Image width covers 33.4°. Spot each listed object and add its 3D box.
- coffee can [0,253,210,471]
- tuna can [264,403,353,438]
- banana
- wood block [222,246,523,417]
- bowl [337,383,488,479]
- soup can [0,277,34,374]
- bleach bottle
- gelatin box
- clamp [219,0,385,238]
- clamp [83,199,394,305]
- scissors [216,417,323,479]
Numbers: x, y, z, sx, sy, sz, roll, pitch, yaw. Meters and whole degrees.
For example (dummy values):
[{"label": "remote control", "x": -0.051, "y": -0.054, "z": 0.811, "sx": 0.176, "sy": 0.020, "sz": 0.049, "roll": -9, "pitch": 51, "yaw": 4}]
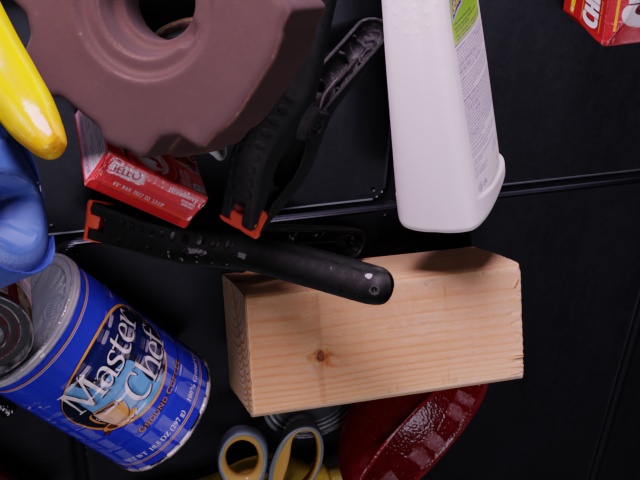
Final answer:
[{"label": "coffee can", "x": -0.162, "y": 0.089, "z": 0.761, "sx": 0.103, "sy": 0.103, "sz": 0.140, "roll": -39, "pitch": 127, "yaw": 11}, {"label": "tuna can", "x": -0.009, "y": 0.120, "z": 0.878, "sx": 0.086, "sy": 0.034, "sz": 0.086, "roll": -9, "pitch": 127, "yaw": -12}, {"label": "banana", "x": -0.193, "y": -0.128, "z": 0.584, "sx": 0.037, "sy": 0.070, "sz": 0.198, "roll": -26, "pitch": 92, "yaw": -14}, {"label": "wood block", "x": 0.038, "y": 0.064, "z": 0.799, "sx": 0.205, "sy": 0.090, "sz": 0.091, "roll": -6, "pitch": 100, "yaw": -14}, {"label": "bowl", "x": 0.066, "y": 0.152, "z": 0.888, "sx": 0.162, "sy": 0.055, "sz": 0.162, "roll": -37, "pitch": 152, "yaw": -24}, {"label": "soup can", "x": -0.225, "y": 0.032, "z": 0.699, "sx": 0.068, "sy": 0.102, "sz": 0.068, "roll": -9, "pitch": 127, "yaw": -12}, {"label": "bleach bottle", "x": 0.074, "y": -0.134, "z": 0.692, "sx": 0.068, "sy": 0.102, "sz": 0.251, "roll": 3, "pitch": 124, "yaw": 20}, {"label": "gelatin box", "x": -0.115, "y": -0.054, "z": 0.681, "sx": 0.073, "sy": 0.089, "sz": 0.030, "roll": 26, "pitch": 113, "yaw": -32}, {"label": "clamp", "x": -0.016, "y": -0.086, "z": 0.662, "sx": 0.171, "sy": 0.039, "sz": 0.120, "roll": -62, "pitch": 153, "yaw": -4}, {"label": "clamp", "x": -0.055, "y": 0.001, "z": 0.739, "sx": 0.210, "sy": 0.164, "sz": 0.036, "roll": 10, "pitch": 99, "yaw": 1}, {"label": "scissors", "x": -0.061, "y": 0.231, "z": 0.885, "sx": 0.096, "sy": 0.016, "sz": 0.202, "roll": 19, "pitch": 105, "yaw": -17}]
